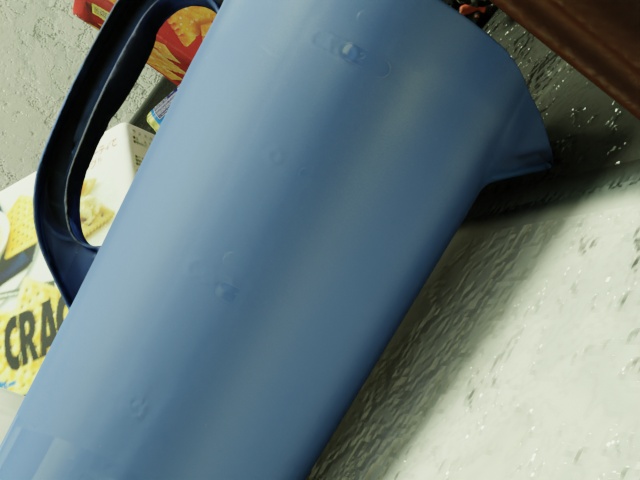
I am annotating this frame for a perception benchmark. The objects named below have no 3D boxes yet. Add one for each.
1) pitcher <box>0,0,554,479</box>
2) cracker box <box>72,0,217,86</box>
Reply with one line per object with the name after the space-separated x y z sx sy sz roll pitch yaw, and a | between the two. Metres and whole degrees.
-0.036 0.010 0.427 0.149 0.144 0.243 23 82 53 | pitcher
-0.104 -0.167 0.906 0.072 0.213 0.164 -56 15 -5 | cracker box
